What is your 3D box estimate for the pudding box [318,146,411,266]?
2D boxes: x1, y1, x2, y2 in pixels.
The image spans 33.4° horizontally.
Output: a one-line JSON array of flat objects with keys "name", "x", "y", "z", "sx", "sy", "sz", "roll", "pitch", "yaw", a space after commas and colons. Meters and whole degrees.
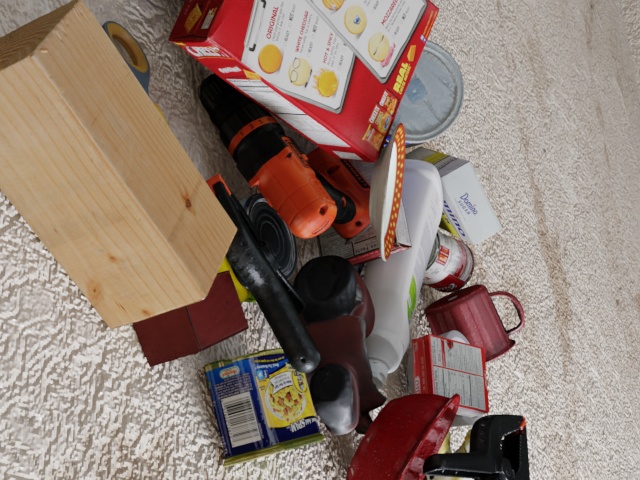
[{"name": "pudding box", "x": 0.039, "y": -0.033, "z": 1.108, "sx": 0.039, "sy": 0.090, "sz": 0.113, "roll": 12, "pitch": 64, "yaw": -59}]

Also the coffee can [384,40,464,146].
[{"name": "coffee can", "x": 0.079, "y": -0.150, "z": 1.111, "sx": 0.140, "sy": 0.102, "sz": 0.103, "roll": -167, "pitch": -124, "yaw": -79}]

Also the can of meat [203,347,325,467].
[{"name": "can of meat", "x": -0.047, "y": 0.136, "z": 0.885, "sx": 0.102, "sy": 0.058, "sz": 0.084, "roll": 4, "pitch": 69, "yaw": -62}]

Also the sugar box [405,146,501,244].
[{"name": "sugar box", "x": 0.150, "y": -0.057, "z": 1.281, "sx": 0.093, "sy": 0.048, "sz": 0.176, "roll": 62, "pitch": -4, "yaw": -15}]

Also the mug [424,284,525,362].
[{"name": "mug", "x": 0.188, "y": 0.100, "z": 1.287, "sx": 0.081, "sy": 0.117, "sz": 0.093, "roll": 66, "pitch": 15, "yaw": -3}]

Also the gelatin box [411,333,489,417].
[{"name": "gelatin box", "x": 0.137, "y": 0.144, "z": 1.128, "sx": 0.089, "sy": 0.030, "sz": 0.073, "roll": 17, "pitch": 61, "yaw": -36}]

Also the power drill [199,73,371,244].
[{"name": "power drill", "x": -0.025, "y": -0.071, "z": 1.014, "sx": 0.184, "sy": 0.057, "sz": 0.187, "roll": 55, "pitch": 17, "yaw": 20}]

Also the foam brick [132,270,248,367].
[{"name": "foam brick", "x": -0.101, "y": 0.060, "z": 0.830, "sx": 0.078, "sy": 0.053, "sz": 0.051, "roll": -21, "pitch": 93, "yaw": -63}]

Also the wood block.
[{"name": "wood block", "x": -0.157, "y": -0.050, "z": 0.750, "sx": 0.206, "sy": 0.090, "sz": 0.090, "roll": 58, "pitch": 30, "yaw": -26}]

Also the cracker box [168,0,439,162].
[{"name": "cracker box", "x": -0.008, "y": -0.189, "z": 0.931, "sx": 0.213, "sy": 0.072, "sz": 0.164, "roll": 32, "pitch": 76, "yaw": -39}]

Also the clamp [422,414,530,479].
[{"name": "clamp", "x": 0.177, "y": 0.248, "z": 1.073, "sx": 0.164, "sy": 0.036, "sz": 0.209, "roll": 65, "pitch": 30, "yaw": -5}]

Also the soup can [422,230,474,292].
[{"name": "soup can", "x": 0.134, "y": 0.020, "z": 1.279, "sx": 0.102, "sy": 0.069, "sz": 0.068, "roll": 25, "pitch": 53, "yaw": -55}]

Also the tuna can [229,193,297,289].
[{"name": "tuna can", "x": -0.056, "y": 0.001, "z": 0.970, "sx": 0.086, "sy": 0.034, "sz": 0.086, "roll": 39, "pitch": 42, "yaw": -47}]

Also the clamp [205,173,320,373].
[{"name": "clamp", "x": -0.049, "y": 0.028, "z": 0.866, "sx": 0.171, "sy": 0.039, "sz": 0.120, "roll": 56, "pitch": 0, "yaw": -30}]

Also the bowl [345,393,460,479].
[{"name": "bowl", "x": 0.071, "y": 0.204, "z": 1.014, "sx": 0.162, "sy": 0.055, "sz": 0.162, "roll": -53, "pitch": 161, "yaw": -27}]

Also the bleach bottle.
[{"name": "bleach bottle", "x": 0.077, "y": 0.039, "z": 1.138, "sx": 0.102, "sy": 0.068, "sz": 0.250, "roll": 72, "pitch": 28, "yaw": -50}]
